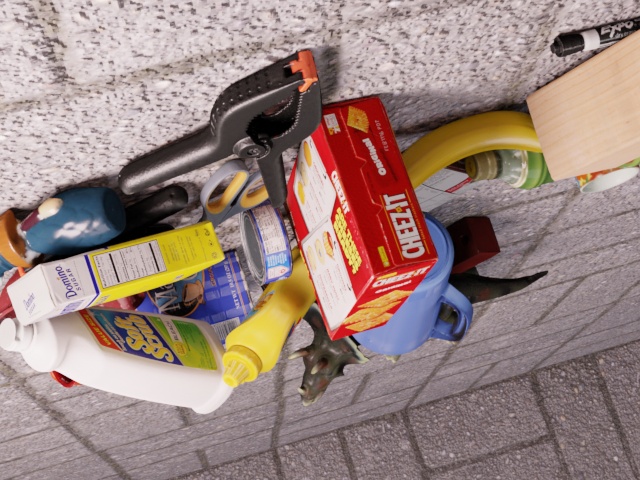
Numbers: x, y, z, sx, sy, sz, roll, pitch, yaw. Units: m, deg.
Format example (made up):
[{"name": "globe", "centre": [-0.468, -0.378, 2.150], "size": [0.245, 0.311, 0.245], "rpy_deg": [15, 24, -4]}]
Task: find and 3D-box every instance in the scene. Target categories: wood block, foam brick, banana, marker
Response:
[{"name": "wood block", "centre": [0.295, -0.132, 0.971], "size": [0.090, 0.090, 0.206], "rpy_deg": [-12, 171, -29]}, {"name": "foam brick", "centre": [0.192, 0.008, 1.434], "size": [0.051, 0.053, 0.078], "rpy_deg": [0, 156, -45]}, {"name": "banana", "centre": [0.147, -0.090, 1.050], "size": [0.197, 0.070, 0.037], "rpy_deg": [-13, 146, -9]}, {"name": "marker", "centre": [0.261, -0.184, 0.952], "size": [0.121, 0.020, 0.020], "rpy_deg": [-14, 163, -11]}]

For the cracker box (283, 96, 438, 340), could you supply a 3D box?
[{"name": "cracker box", "centre": [0.032, -0.014, 1.010], "size": [0.072, 0.164, 0.214], "rpy_deg": [-15, 163, -15]}]

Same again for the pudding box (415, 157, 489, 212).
[{"name": "pudding box", "centre": [0.116, -0.068, 1.143], "size": [0.090, 0.039, 0.113], "rpy_deg": [-28, 159, 31]}]

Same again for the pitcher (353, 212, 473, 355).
[{"name": "pitcher", "centre": [0.111, 0.057, 1.368], "size": [0.149, 0.145, 0.243], "rpy_deg": [-16, 160, -8]}]

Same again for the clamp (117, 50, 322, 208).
[{"name": "clamp", "centre": [-0.069, -0.087, 0.891], "size": [0.164, 0.036, 0.210], "rpy_deg": [0, 153, -27]}]

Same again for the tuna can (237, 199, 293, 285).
[{"name": "tuna can", "centre": [-0.057, 0.001, 1.105], "size": [0.033, 0.086, 0.086], "rpy_deg": [-15, 163, -15]}]

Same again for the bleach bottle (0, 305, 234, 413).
[{"name": "bleach bottle", "centre": [-0.203, 0.114, 1.065], "size": [0.250, 0.103, 0.068], "rpy_deg": [15, 127, -48]}]

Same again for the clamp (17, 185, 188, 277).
[{"name": "clamp", "centre": [-0.207, 0.000, 1.033], "size": [0.171, 0.039, 0.120], "rpy_deg": [-18, 159, -9]}]

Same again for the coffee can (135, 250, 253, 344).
[{"name": "coffee can", "centre": [-0.149, 0.079, 1.230], "size": [0.140, 0.103, 0.103], "rpy_deg": [-16, 163, -5]}]

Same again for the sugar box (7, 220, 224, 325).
[{"name": "sugar box", "centre": [-0.185, 0.030, 0.976], "size": [0.175, 0.048, 0.094], "rpy_deg": [-20, 177, -36]}]

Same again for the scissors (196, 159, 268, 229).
[{"name": "scissors", "centre": [-0.098, -0.019, 1.067], "size": [0.096, 0.016, 0.202], "rpy_deg": [-15, 155, -30]}]

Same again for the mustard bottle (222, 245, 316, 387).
[{"name": "mustard bottle", "centre": [-0.051, 0.084, 1.139], "size": [0.096, 0.058, 0.191], "rpy_deg": [-47, -175, 47]}]
